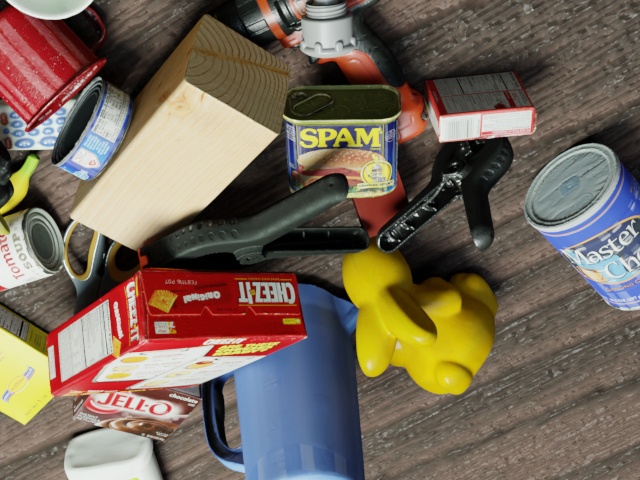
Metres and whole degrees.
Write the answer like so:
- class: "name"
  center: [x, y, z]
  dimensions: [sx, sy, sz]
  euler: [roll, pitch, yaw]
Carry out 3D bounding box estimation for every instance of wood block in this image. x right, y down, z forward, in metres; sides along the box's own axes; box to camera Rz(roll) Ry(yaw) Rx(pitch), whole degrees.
- class: "wood block"
  center: [-0.124, -0.084, 0.925]
  dimensions: [0.090, 0.090, 0.206]
  euler: [29, 134, -22]

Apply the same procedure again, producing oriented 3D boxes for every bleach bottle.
- class: "bleach bottle"
  center: [-0.213, 0.324, 1.246]
  dimensions: [0.102, 0.068, 0.251]
  euler: [-12, 127, 3]

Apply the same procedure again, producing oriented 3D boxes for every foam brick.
- class: "foam brick"
  center: [0.053, -0.051, 1.023]
  dimensions: [0.051, 0.053, 0.078]
  euler: [-17, 124, 6]

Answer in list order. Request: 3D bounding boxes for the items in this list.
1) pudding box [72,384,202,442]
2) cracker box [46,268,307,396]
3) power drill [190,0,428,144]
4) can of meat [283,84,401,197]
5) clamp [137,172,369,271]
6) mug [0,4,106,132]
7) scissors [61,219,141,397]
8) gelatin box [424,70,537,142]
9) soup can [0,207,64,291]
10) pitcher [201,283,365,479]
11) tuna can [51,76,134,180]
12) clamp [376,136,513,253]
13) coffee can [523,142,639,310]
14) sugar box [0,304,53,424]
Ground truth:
- class: "pudding box"
  center: [-0.195, 0.167, 1.138]
  dimensions: [0.113, 0.039, 0.090]
  euler: [19, 131, -28]
- class: "cracker box"
  center: [-0.140, 0.087, 1.000]
  dimensions: [0.163, 0.072, 0.214]
  euler: [2, 160, -36]
- class: "power drill"
  center: [0.000, -0.154, 0.945]
  dimensions: [0.184, 0.057, 0.187]
  euler: [-23, 124, 13]
- class: "can of meat"
  center: [0.019, -0.085, 0.927]
  dimensions: [0.102, 0.057, 0.084]
  euler: [-1, 129, 2]
- class: "clamp"
  center: [-0.056, 0.001, 0.950]
  dimensions: [0.210, 0.036, 0.164]
  euler: [-16, 160, 12]
- class: "mug"
  center: [-0.233, -0.159, 0.900]
  dimensions: [0.081, 0.093, 0.117]
  euler: [47, 70, -9]
- class: "scissors"
  center: [-0.219, 0.066, 1.074]
  dimensions: [0.096, 0.016, 0.202]
  euler: [-2, 112, -13]
- class: "gelatin box"
  center: [0.144, -0.122, 0.972]
  dimensions: [0.089, 0.073, 0.030]
  euler: [-6, 125, -3]
- class: "soup can"
  center: [-0.304, 0.014, 1.014]
  dimensions: [0.102, 0.068, 0.068]
  euler: [-17, 124, 15]
- class: "pitcher"
  center: [-0.031, 0.173, 1.052]
  dimensions: [0.144, 0.243, 0.149]
  euler: [12, 129, -16]
- class: "tuna can"
  center: [-0.195, -0.095, 0.918]
  dimensions: [0.033, 0.086, 0.086]
  euler: [28, 117, -26]
- class: "clamp"
  center: [0.135, -0.050, 0.969]
  dimensions: [0.171, 0.120, 0.039]
  euler: [-55, 133, -22]
- class: "coffee can"
  center: [0.281, -0.012, 1.043]
  dimensions: [0.103, 0.103, 0.140]
  euler: [-38, 120, 19]
- class: "sugar box"
  center: [-0.348, 0.110, 1.095]
  dimensions: [0.176, 0.048, 0.093]
  euler: [35, 112, -27]
